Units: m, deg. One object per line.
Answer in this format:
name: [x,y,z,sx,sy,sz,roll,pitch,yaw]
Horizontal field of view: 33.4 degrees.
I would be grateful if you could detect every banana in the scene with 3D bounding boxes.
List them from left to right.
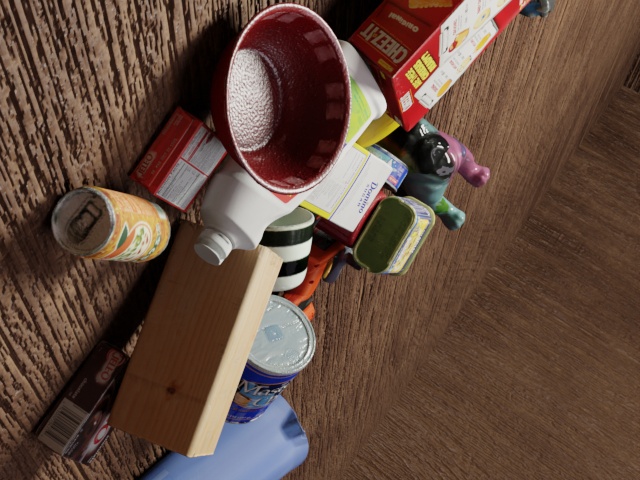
banana: [0.091,-0.165,1.236,0.198,0.037,0.069,-39,-155,24]

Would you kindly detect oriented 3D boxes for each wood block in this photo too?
wood block: [-0.119,0.095,1.034,0.090,0.091,0.206,44,65,-77]

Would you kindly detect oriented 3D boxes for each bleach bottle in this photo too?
bleach bottle: [-0.035,-0.074,1.007,0.250,0.068,0.102,-56,131,-27]

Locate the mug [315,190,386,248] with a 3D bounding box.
mug: [0.028,-0.038,1.338,0.093,0.081,0.117,-52,164,-21]

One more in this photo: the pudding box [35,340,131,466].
pudding box: [-0.219,0.160,1.039,0.113,0.039,0.090,-55,165,-12]

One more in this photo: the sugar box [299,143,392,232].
sugar box: [0.008,-0.076,1.196,0.093,0.048,0.176,-57,152,4]

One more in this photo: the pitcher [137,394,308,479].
pitcher: [-0.144,0.310,1.429,0.242,0.145,0.149,-33,144,-44]

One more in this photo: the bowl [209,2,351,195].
bowl: [-0.043,-0.120,0.915,0.161,0.055,0.162,-8,101,-50]

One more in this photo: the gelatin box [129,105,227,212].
gelatin box: [-0.119,-0.068,0.912,0.073,0.030,0.089,-56,166,-1]

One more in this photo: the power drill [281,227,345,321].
power drill: [-0.042,0.074,1.397,0.184,0.057,0.188,-42,162,-55]

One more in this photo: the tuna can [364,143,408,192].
tuna can: [0.066,-0.097,1.333,0.034,0.086,0.086,-58,165,-2]

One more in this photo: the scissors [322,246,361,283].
scissors: [0.028,0.037,1.439,0.202,0.016,0.096,-98,-152,-68]

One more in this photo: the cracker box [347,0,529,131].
cracker box: [0.130,-0.235,1.107,0.213,0.072,0.164,-47,163,-3]

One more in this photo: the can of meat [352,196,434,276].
can of meat: [0.090,-0.005,1.328,0.102,0.057,0.083,-61,162,10]

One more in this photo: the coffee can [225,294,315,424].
coffee can: [-0.080,0.142,1.263,0.102,0.103,0.140,-44,174,-42]
